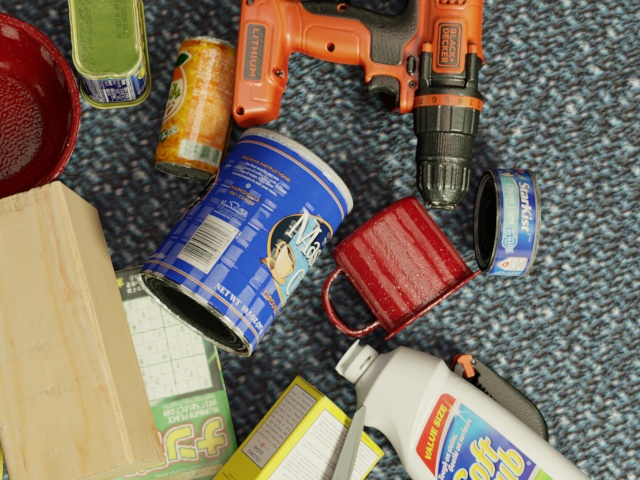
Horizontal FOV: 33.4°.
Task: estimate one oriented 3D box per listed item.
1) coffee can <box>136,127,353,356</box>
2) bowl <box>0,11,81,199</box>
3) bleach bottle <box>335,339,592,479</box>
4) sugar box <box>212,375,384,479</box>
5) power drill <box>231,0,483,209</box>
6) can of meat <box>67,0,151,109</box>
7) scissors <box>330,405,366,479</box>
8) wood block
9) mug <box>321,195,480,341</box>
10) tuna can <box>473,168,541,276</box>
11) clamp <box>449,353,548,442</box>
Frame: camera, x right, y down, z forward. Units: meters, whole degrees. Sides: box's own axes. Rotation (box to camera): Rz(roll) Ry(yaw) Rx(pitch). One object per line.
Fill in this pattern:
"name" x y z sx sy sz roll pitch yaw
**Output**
"coffee can" -0.055 0.001 0.801 0.103 0.103 0.140 35 72 -1
"bowl" -0.263 -0.093 0.824 0.162 0.055 0.162 0 83 -4
"bleach bottle" 0.112 0.170 0.796 0.251 0.068 0.102 38 94 8
"sugar box" -0.039 0.198 0.801 0.176 0.048 0.093 -48 127 -7
"power drill" 0.030 -0.119 0.814 0.188 0.057 0.184 4 86 7
"can of meat" -0.165 -0.162 0.829 0.057 0.084 0.102 -6 84 -7
"scissors" -0.017 0.220 0.780 0.096 0.016 0.202 2 93 -12
"wood block" -0.191 0.074 0.776 0.090 0.091 0.206 -18 77 2
"mug" 0.053 0.026 0.829 0.117 0.093 0.081 -36 83 -3
"tuna can" 0.146 -0.015 0.843 0.033 0.086 0.086 2 83 -4
"clamp" 0.135 0.195 0.843 0.164 0.036 0.210 -24 86 -5
